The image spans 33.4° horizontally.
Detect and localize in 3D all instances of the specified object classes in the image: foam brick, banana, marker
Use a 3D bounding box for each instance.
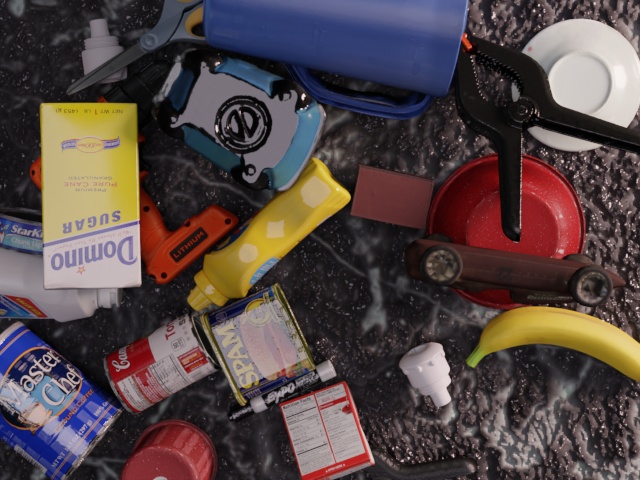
[{"bbox_3d":[0.071,-0.044,1.067,0.078,0.053,0.051,12,95,2],"label":"foam brick"},{"bbox_3d":[0.249,0.103,1.080,0.198,0.037,0.070,6,114,4],"label":"banana"},{"bbox_3d":[-0.041,0.158,1.106,0.121,0.020,0.020,-27,93,5],"label":"marker"}]

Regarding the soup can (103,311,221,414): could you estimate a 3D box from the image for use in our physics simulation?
[{"bbox_3d":[-0.159,0.124,1.086,0.102,0.068,0.068,-28,93,4],"label":"soup can"}]

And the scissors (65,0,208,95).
[{"bbox_3d":[-0.169,-0.216,1.060,0.201,0.016,0.096,-19,84,-12],"label":"scissors"}]

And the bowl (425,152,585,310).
[{"bbox_3d":[0.187,-0.007,1.063,0.162,0.055,0.162,0,95,3],"label":"bowl"}]

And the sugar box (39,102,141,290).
[{"bbox_3d":[-0.219,-0.041,1.021,0.093,0.048,0.176,-2,88,-10],"label":"sugar box"}]

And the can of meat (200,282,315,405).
[{"bbox_3d":[-0.062,0.104,1.085,0.084,0.057,0.102,-25,93,3],"label":"can of meat"}]

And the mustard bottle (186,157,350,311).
[{"bbox_3d":[-0.057,0.001,1.056,0.192,0.096,0.058,-43,92,6],"label":"mustard bottle"}]

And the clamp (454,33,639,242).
[{"bbox_3d":[0.205,-0.121,1.034,0.164,0.036,0.210,-27,73,-4],"label":"clamp"}]

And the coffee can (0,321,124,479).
[{"bbox_3d":[-0.284,0.165,1.078,0.140,0.103,0.103,39,95,-1],"label":"coffee can"}]

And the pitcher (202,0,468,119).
[{"bbox_3d":[0.014,-0.210,1.018,0.243,0.145,0.149,9,86,0],"label":"pitcher"}]

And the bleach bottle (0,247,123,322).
[{"bbox_3d":[-0.327,0.040,1.074,0.251,0.102,0.068,4,59,2],"label":"bleach bottle"}]

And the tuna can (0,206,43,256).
[{"bbox_3d":[-0.288,-0.009,1.073,0.086,0.086,0.034,12,97,2],"label":"tuna can"}]

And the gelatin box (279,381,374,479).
[{"bbox_3d":[0.006,0.196,1.085,0.073,0.030,0.089,-21,63,4],"label":"gelatin box"}]

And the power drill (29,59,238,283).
[{"bbox_3d":[-0.170,-0.065,1.078,0.184,0.057,0.187,-42,90,2],"label":"power drill"}]

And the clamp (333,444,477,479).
[{"bbox_3d":[0.068,0.267,1.100,0.171,0.039,0.120,10,89,8],"label":"clamp"}]

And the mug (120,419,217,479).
[{"bbox_3d":[-0.149,0.247,1.088,0.093,0.081,0.117,-38,92,5],"label":"mug"}]
